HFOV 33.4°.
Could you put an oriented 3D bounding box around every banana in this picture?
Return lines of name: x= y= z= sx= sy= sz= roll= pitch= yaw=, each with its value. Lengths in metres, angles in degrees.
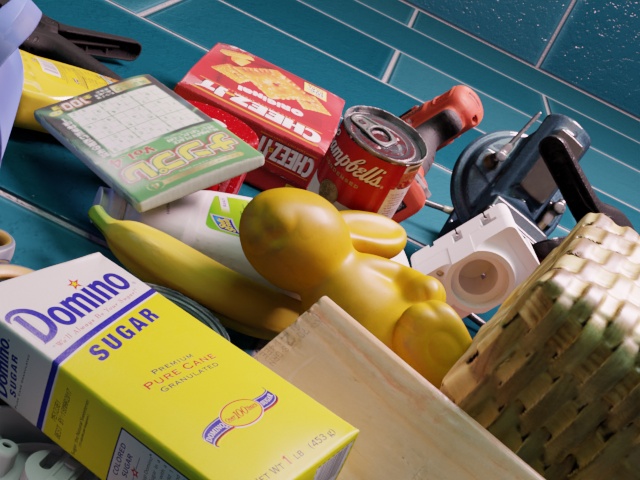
banana: x=-0.071 y=0.031 z=0.749 sx=0.197 sy=0.037 sz=0.069 roll=31 pitch=21 yaw=-24

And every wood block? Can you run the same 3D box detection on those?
wood block: x=0.046 y=0.137 z=0.555 sx=0.090 sy=0.091 sz=0.206 roll=-40 pitch=60 yaw=-19

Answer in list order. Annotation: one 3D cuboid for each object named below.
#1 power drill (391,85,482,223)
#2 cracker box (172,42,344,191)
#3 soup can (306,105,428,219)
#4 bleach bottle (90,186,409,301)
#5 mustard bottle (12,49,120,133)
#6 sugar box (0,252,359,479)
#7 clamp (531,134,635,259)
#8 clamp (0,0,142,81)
power drill: x=0.065 y=-0.069 z=1.060 sx=0.057 sy=0.185 sz=0.187 roll=49 pitch=36 yaw=-12
cracker box: x=-0.066 y=-0.130 z=1.124 sx=0.164 sy=0.072 sz=0.213 roll=25 pitch=21 yaw=-4
soup can: x=0.028 y=-0.041 z=0.802 sx=0.068 sy=0.102 sz=0.068 roll=19 pitch=34 yaw=-14
bleach bottle: x=-0.056 y=0.001 z=0.840 sx=0.250 sy=0.068 sz=0.102 roll=16 pitch=27 yaw=-21
mustard bottle: x=-0.196 y=-0.117 z=0.957 sx=0.191 sy=0.058 sz=0.096 roll=12 pitch=23 yaw=-34
sugar box: x=-0.079 y=0.072 z=0.505 sx=0.176 sy=0.048 sz=0.093 roll=33 pitch=28 yaw=21
clamp: x=0.237 y=0.000 z=0.934 sx=0.171 sy=0.039 sz=0.120 roll=40 pitch=55 yaw=-27
clamp: x=-0.282 y=-0.213 z=1.112 sx=0.210 sy=0.036 sz=0.164 roll=23 pitch=21 yaw=-8
